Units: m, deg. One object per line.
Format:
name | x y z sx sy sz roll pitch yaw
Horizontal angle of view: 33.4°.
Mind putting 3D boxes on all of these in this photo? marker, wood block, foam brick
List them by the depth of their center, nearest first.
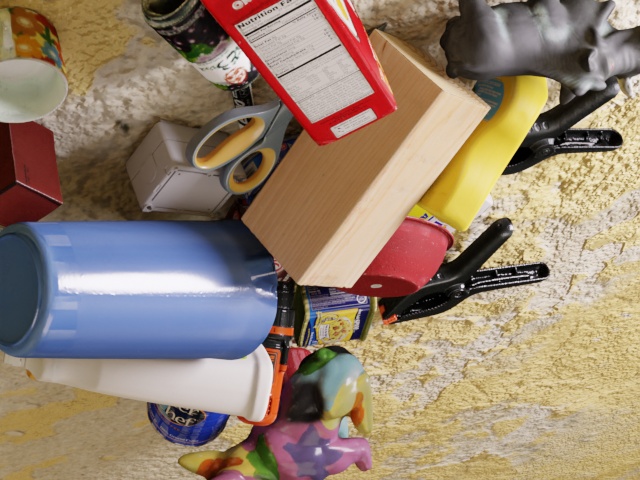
foam brick | -0.251 -0.057 0.874 0.051 0.078 0.052 -30 146 23
wood block | 0.037 -0.065 0.924 0.090 0.091 0.206 6 126 -55
marker | -0.066 -0.117 0.926 0.020 0.020 0.121 -15 148 -5

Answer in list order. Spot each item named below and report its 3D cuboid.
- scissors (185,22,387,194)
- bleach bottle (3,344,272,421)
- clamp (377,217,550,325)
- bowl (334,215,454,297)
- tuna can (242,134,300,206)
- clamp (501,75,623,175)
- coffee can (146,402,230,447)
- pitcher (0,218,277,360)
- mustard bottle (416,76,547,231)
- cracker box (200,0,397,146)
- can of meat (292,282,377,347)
scissors | -0.021 -0.106 0.912 0.201 0.016 0.096 -30 141 -12
bleach bottle | -0.179 0.122 1.042 0.250 0.103 0.068 8 102 -16
clamp | 0.170 0.051 1.287 0.210 0.036 0.164 -30 146 23
bowl | 0.058 0.022 1.114 0.162 0.055 0.162 3 163 1
tuna can | -0.034 -0.060 0.998 0.086 0.034 0.086 -24 160 -10
clamp | 0.229 -0.101 1.078 0.172 0.039 0.120 -21 145 17
coffee can | -0.142 0.166 1.252 0.102 0.103 0.140 -3 146 -23
pitcher | -0.170 0.046 0.931 0.242 0.145 0.149 3 116 -47
mustard bottle | 0.152 -0.104 0.963 0.058 0.096 0.191 31 94 -17
cracker box | -0.038 -0.182 0.700 0.072 0.164 0.213 -27 148 11
can of meat | 0.012 0.080 1.238 0.083 0.057 0.102 -7 147 -14
